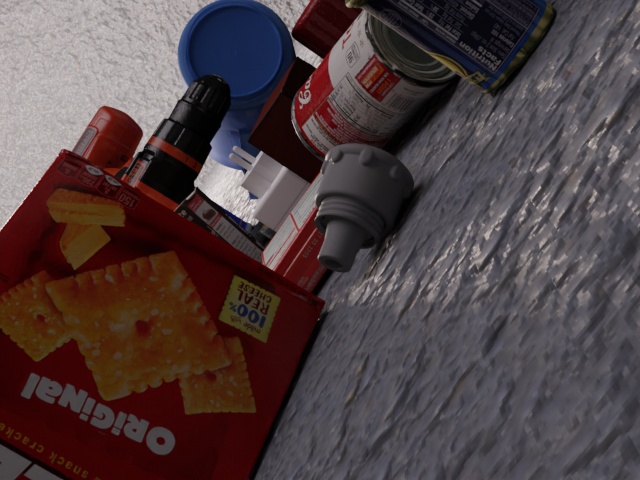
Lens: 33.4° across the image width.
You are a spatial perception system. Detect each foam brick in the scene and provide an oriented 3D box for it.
[{"bbox_3d":[-0.002,-0.078,0.745,0.051,0.078,0.053,-50,14,36],"label":"foam brick"}]

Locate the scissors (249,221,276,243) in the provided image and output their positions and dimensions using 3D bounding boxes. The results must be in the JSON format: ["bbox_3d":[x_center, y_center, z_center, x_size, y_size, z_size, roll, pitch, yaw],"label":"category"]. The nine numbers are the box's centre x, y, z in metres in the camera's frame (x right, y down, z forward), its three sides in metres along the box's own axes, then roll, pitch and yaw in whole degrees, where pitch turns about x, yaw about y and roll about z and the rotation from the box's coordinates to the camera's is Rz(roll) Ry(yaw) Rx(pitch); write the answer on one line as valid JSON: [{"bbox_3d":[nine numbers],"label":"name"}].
[{"bbox_3d":[-0.056,0.001,0.949,0.202,0.016,0.096,-52,10,29],"label":"scissors"}]

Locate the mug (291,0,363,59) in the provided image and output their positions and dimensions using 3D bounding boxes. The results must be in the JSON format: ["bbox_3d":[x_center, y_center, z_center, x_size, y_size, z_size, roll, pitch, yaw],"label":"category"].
[{"bbox_3d":[0.026,-0.208,1.019,0.093,0.081,0.117,-55,9,13],"label":"mug"}]

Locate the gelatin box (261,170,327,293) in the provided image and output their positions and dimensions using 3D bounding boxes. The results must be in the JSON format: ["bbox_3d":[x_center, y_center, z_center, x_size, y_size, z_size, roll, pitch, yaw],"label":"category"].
[{"bbox_3d":[-0.003,-0.005,0.654,0.073,0.030,0.089,-55,10,5],"label":"gelatin box"}]

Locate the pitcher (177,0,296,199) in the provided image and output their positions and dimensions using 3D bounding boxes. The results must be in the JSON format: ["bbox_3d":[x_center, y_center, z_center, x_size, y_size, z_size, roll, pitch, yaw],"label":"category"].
[{"bbox_3d":[-0.077,-0.147,1.087,0.145,0.149,0.243,-51,-4,-6],"label":"pitcher"}]

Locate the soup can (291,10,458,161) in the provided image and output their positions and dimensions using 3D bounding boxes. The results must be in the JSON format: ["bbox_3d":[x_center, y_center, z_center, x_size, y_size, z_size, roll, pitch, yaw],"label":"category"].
[{"bbox_3d":[0.034,-0.096,0.649,0.102,0.068,0.068,-44,16,53],"label":"soup can"}]

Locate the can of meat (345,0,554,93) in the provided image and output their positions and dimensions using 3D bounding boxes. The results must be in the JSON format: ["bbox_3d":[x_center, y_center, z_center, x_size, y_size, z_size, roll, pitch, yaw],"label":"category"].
[{"bbox_3d":[0.062,-0.121,0.533,0.057,0.084,0.102,-55,9,14],"label":"can of meat"}]

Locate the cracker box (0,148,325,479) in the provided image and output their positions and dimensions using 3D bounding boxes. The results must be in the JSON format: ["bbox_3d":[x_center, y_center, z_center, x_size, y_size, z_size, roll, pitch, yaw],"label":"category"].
[{"bbox_3d":[-0.111,0.078,0.513,0.072,0.164,0.213,-50,11,49],"label":"cracker box"}]

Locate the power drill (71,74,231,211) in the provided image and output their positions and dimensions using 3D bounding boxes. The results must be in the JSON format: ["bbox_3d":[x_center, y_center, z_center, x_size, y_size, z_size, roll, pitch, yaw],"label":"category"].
[{"bbox_3d":[-0.167,-0.076,0.973,0.184,0.057,0.188,-59,31,-6],"label":"power drill"}]
